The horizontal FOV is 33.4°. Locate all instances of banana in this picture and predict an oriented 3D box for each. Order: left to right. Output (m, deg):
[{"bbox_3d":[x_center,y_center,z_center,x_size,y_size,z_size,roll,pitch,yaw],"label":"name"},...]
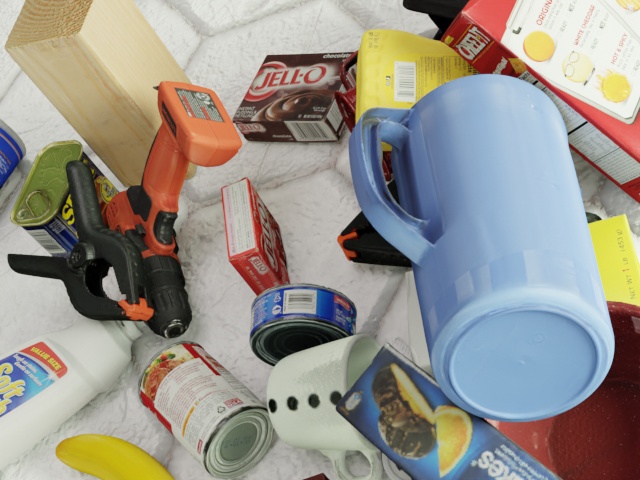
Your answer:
[{"bbox_3d":[-0.151,0.204,0.853,0.069,0.037,0.198,-42,47,-8],"label":"banana"}]

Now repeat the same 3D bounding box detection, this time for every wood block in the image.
[{"bbox_3d":[-0.200,-0.153,1.040,0.090,0.206,0.090,-6,53,25],"label":"wood block"}]

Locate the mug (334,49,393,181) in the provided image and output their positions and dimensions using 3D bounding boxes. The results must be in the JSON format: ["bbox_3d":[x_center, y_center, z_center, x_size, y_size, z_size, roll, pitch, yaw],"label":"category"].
[{"bbox_3d":[0.064,-0.122,0.945,0.081,0.093,0.117,-31,75,-3],"label":"mug"}]

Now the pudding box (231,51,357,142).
[{"bbox_3d":[-0.020,-0.140,1.046,0.114,0.039,0.090,6,58,32],"label":"pudding box"}]

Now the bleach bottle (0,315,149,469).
[{"bbox_3d":[-0.267,0.134,0.956,0.251,0.068,0.103,-35,48,-3],"label":"bleach bottle"}]

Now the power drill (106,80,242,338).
[{"bbox_3d":[-0.132,-0.031,0.947,0.188,0.057,0.184,-62,39,29],"label":"power drill"}]

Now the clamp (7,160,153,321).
[{"bbox_3d":[-0.213,0.022,0.947,0.120,0.039,0.172,-51,56,18],"label":"clamp"}]

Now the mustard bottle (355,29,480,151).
[{"bbox_3d":[0.126,-0.120,0.870,0.191,0.058,0.096,2,80,-2],"label":"mustard bottle"}]

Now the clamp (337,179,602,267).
[{"bbox_3d":[0.114,-0.039,0.896,0.210,0.036,0.164,-17,48,11],"label":"clamp"}]

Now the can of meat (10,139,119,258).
[{"bbox_3d":[-0.248,-0.034,1.058,0.058,0.084,0.102,-3,54,26],"label":"can of meat"}]

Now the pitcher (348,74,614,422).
[{"bbox_3d":[0.109,-0.002,0.713,0.149,0.145,0.243,-16,34,12],"label":"pitcher"}]

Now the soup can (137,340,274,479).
[{"bbox_3d":[-0.091,0.134,0.854,0.068,0.068,0.102,-46,48,-10],"label":"soup can"}]

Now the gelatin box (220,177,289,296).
[{"bbox_3d":[-0.056,0.001,0.933,0.030,0.073,0.089,-21,48,10],"label":"gelatin box"}]

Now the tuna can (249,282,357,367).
[{"bbox_3d":[-0.014,0.071,0.848,0.086,0.086,0.033,-13,52,20],"label":"tuna can"}]

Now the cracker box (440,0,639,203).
[{"bbox_3d":[0.226,-0.154,0.821,0.213,0.072,0.164,39,76,-1],"label":"cracker box"}]
